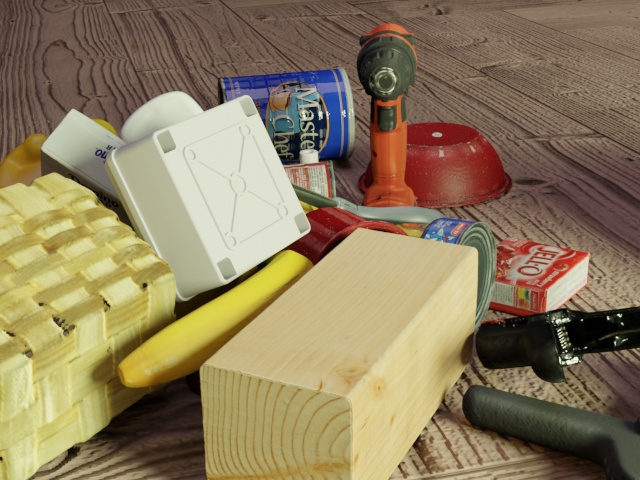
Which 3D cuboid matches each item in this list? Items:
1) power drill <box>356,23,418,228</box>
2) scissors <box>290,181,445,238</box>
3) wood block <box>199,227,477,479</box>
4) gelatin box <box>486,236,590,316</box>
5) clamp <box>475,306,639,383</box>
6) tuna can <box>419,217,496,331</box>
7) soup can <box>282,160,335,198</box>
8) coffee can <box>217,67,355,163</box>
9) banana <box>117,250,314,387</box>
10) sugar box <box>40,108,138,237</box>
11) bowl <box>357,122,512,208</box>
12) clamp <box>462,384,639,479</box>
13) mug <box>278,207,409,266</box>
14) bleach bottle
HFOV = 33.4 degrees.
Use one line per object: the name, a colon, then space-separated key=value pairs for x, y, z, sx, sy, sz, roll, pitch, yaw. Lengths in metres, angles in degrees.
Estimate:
power drill: x=0.061 y=-0.093 z=0.954 sx=0.057 sy=0.188 sz=0.184 roll=2 pitch=20 yaw=6
scissors: x=0.035 y=-0.026 z=0.850 sx=0.096 sy=0.016 sz=0.201 roll=-10 pitch=-21 yaw=23
wood block: x=0.020 y=0.075 z=0.651 sx=0.091 sy=0.090 sz=0.205 roll=11 pitch=26 yaw=23
gelatin box: x=0.163 y=0.028 z=0.848 sx=0.073 sy=0.030 sz=0.089 roll=13 pitch=26 yaw=34
clamp: x=0.160 y=0.060 z=0.675 sx=0.120 sy=0.039 sz=0.172 roll=-7 pitch=1 yaw=-13
tuna can: x=0.097 y=0.026 z=0.783 sx=0.034 sy=0.086 sz=0.086 roll=9 pitch=24 yaw=31
soup can: x=-0.038 y=-0.037 z=0.985 sx=0.102 sy=0.068 sz=0.068 roll=-4 pitch=21 yaw=-3
coffee can: x=-0.040 y=-0.137 z=1.193 sx=0.140 sy=0.103 sz=0.103 roll=-6 pitch=21 yaw=-8
banana: x=-0.049 y=0.045 z=0.678 sx=0.070 sy=0.037 sz=0.197 roll=-24 pitch=6 yaw=29
sugar box: x=-0.164 y=-0.025 z=0.813 sx=0.093 sy=0.176 sz=0.048 roll=34 pitch=64 yaw=-2
bowl: x=0.119 y=-0.085 z=1.111 sx=0.162 sy=0.055 sz=0.162 roll=-2 pitch=22 yaw=1
clamp: x=0.202 y=0.115 z=0.612 sx=0.164 sy=0.036 sz=0.210 roll=-12 pitch=19 yaw=-21
mug: x=0.028 y=0.026 z=0.807 sx=0.117 sy=0.093 sz=0.082 roll=22 pitch=4 yaw=-28
bleach bottle: x=-0.130 y=-0.053 z=0.924 sx=0.068 sy=0.102 sz=0.251 roll=-36 pitch=4 yaw=-13
